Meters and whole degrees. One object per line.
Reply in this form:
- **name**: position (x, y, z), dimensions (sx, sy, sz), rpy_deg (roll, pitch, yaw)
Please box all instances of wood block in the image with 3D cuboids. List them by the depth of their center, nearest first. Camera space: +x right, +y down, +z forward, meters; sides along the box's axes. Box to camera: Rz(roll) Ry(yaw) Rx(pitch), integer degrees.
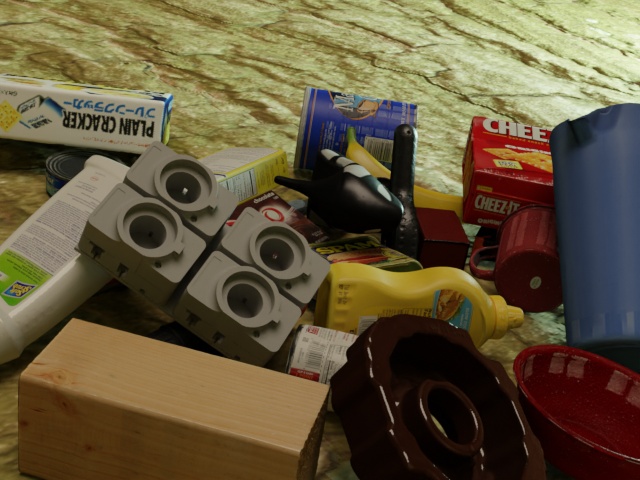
- **wood block**: position (-0.107, 0.139, 0.782), dimensions (0.206, 0.090, 0.090), rpy_deg (13, 28, 9)

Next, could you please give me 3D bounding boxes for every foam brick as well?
- **foam brick**: position (0.123, 0.005, 1.146), dimensions (0.051, 0.053, 0.078), rpy_deg (4, 27, -9)

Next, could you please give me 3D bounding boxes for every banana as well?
- **banana**: position (0.105, -0.061, 1.247), dimensions (0.198, 0.069, 0.037), rpy_deg (30, -16, -2)

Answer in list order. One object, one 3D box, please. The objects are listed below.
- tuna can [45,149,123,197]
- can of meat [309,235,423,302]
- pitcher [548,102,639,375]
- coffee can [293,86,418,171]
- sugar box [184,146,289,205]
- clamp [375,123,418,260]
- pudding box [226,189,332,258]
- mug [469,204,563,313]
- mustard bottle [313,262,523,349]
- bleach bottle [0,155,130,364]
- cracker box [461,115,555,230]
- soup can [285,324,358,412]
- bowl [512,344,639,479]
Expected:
- **tuna can**: position (-0.263, -0.070, 1.190), dimensions (0.086, 0.034, 0.086), rpy_deg (7, 28, -4)
- **can of meat**: position (0.038, 0.037, 1.036), dimensions (0.101, 0.057, 0.084), rpy_deg (-8, 19, -30)
- **pitcher**: position (0.295, 0.005, 1.025), dimensions (0.149, 0.145, 0.243), rpy_deg (6, 66, -3)
- **coffee can**: position (0.043, -0.130, 1.323), dimensions (0.140, 0.103, 0.102), rpy_deg (9, 27, -1)
- **sugar box**: position (-0.122, -0.062, 1.187), dimensions (0.093, 0.048, 0.175), rpy_deg (5, 24, 35)
- **clamp**: position (0.084, -0.035, 1.129), dimensions (0.039, 0.120, 0.171), rpy_deg (-1, 53, -7)
- **pudding box**: position (-0.057, 0.001, 1.091), dimensions (0.090, 0.039, 0.113), rpy_deg (39, 36, 18)
- **mug**: position (0.213, 0.022, 1.111), dimensions (0.117, 0.093, 0.081), rpy_deg (-1, 29, 18)
- **mustard bottle**: position (0.093, 0.069, 0.967), dimensions (0.191, 0.096, 0.058), rpy_deg (2, 28, -14)
- **bleach bottle**: position (-0.246, 0.028, 0.923), dimensions (0.103, 0.068, 0.250), rpy_deg (24, 51, 29)
- **cracker box**: position (0.249, -0.072, 1.230), dimensions (0.164, 0.072, 0.213), rpy_deg (12, 25, 3)
- **soup can**: position (0.025, 0.113, 0.894), dimensions (0.102, 0.068, 0.068), rpy_deg (12, 28, 6)
- **bowl**: position (0.224, 0.153, 0.877), dimensions (0.162, 0.055, 0.162), rpy_deg (17, 24, -8)
